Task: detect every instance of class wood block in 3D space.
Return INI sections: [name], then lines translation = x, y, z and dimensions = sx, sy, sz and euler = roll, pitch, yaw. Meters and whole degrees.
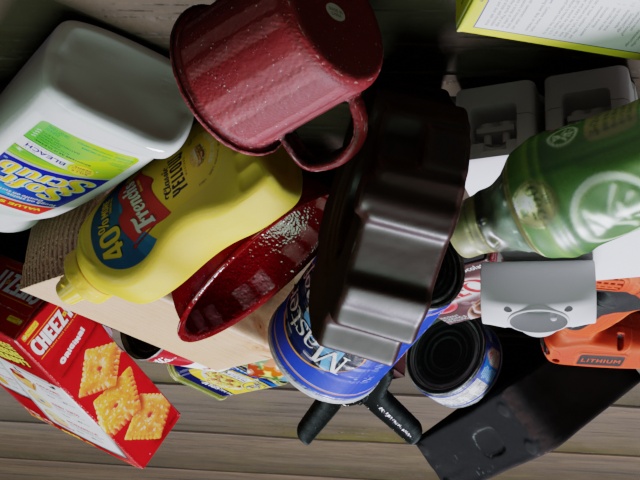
[wood block]
translation = -0.123, 0.026, 0.856
dimensions = 0.091, 0.090, 0.205
euler = -18, 146, 38

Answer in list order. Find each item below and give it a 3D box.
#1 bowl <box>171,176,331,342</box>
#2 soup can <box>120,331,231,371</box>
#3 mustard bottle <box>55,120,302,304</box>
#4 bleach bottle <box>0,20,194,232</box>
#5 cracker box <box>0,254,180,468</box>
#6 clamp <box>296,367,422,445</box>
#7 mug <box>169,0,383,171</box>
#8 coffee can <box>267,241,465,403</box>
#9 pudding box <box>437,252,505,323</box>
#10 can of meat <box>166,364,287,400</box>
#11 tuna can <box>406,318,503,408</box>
[bowl]
translation = -0.055, 0.001, 0.777
dimensions = 0.162, 0.055, 0.162
euler = -39, 166, -12
[soup can]
translation = -0.122, 0.081, 0.972
dimensions = 0.069, 0.068, 0.102
euler = -16, 158, 35
[mustard bottle]
translation = -0.102, -0.013, 0.699
dimensions = 0.192, 0.096, 0.058
euler = -35, 137, 21
[bleach bottle]
translation = -0.186, -0.056, 0.732
dimensions = 0.102, 0.068, 0.251
euler = 23, 150, -26
[cracker box]
translation = -0.241, 0.099, 0.943
dimensions = 0.164, 0.072, 0.213
euler = 16, 149, 36
[clamp]
translation = 0.020, 0.138, 0.987
dimensions = 0.120, 0.039, 0.171
euler = -12, 129, 9
[mug]
translation = -0.015, -0.093, 0.579
dimensions = 0.082, 0.117, 0.093
euler = -24, -175, 37
[coffee can]
translation = 0.032, 0.048, 0.823
dimensions = 0.102, 0.103, 0.140
euler = 15, 138, -20
[pudding box]
translation = 0.120, 0.029, 0.876
dimensions = 0.089, 0.039, 0.114
euler = 27, 147, -37
[can of meat]
translation = -0.090, 0.117, 1.070
dimensions = 0.084, 0.057, 0.102
euler = -15, 148, 30
[tuna can]
translation = 0.122, 0.108, 0.983
dimensions = 0.086, 0.086, 0.033
euler = -15, 146, 34
